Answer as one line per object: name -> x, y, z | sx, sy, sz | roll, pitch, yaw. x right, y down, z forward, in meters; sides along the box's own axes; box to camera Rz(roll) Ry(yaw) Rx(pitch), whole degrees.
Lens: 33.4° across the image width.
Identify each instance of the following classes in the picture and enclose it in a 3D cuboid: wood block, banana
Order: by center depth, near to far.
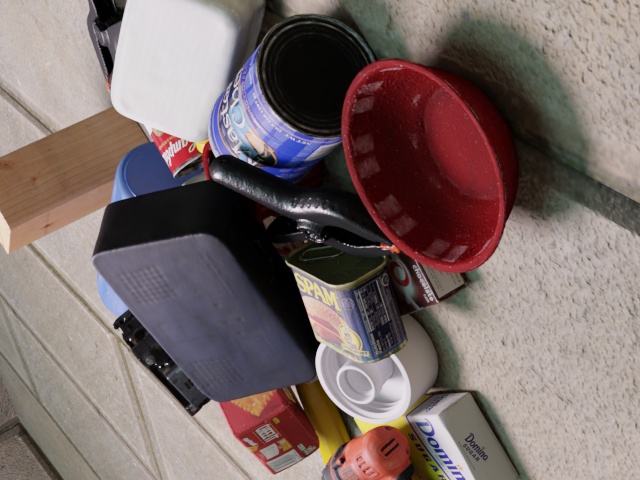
banana -> 0.009, 0.235, 1.250 | 0.070, 0.037, 0.198 | 23, 136, 52
wood block -> -0.317, -0.079, 1.335 | 0.090, 0.205, 0.091 | 56, 154, 9

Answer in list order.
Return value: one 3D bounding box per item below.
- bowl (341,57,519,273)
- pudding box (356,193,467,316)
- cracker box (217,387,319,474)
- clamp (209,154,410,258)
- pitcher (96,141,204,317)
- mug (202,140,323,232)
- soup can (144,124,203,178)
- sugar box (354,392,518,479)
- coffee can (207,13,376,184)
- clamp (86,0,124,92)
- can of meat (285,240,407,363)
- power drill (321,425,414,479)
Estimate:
bowl -> 0.088, -0.060, 0.760 | 0.162, 0.055, 0.162 | 37, 141, 36
pudding box -> 0.065, 0.005, 0.900 | 0.113, 0.039, 0.090 | 60, 155, 1
cracker box -> -0.086, 0.135, 1.181 | 0.214, 0.072, 0.164 | 61, 179, 29
clamp -> -0.002, -0.016, 0.878 | 0.172, 0.039, 0.120 | 20, 166, 25
pitcher -> -0.191, -0.001, 1.283 | 0.243, 0.149, 0.145 | 111, 167, -55
mug -> -0.047, -0.056, 0.997 | 0.093, 0.081, 0.117 | 16, 130, 57
soup can -> -0.151, -0.127, 1.133 | 0.102, 0.068, 0.069 | 59, 155, 3
sugar box -> 0.105, 0.196, 1.018 | 0.093, 0.048, 0.176 | 59, 157, -3
coffee can -> -0.025, -0.109, 0.874 | 0.103, 0.102, 0.140 | 60, 155, 2
clamp -> -0.228, -0.239, 1.145 | 0.164, 0.036, 0.210 | 57, 159, 16
can of meat -> 0.024, 0.050, 0.912 | 0.102, 0.057, 0.084 | 25, 139, 55
power drill -> 0.082, 0.269, 1.027 | 0.188, 0.057, 0.185 | 47, 156, 7
